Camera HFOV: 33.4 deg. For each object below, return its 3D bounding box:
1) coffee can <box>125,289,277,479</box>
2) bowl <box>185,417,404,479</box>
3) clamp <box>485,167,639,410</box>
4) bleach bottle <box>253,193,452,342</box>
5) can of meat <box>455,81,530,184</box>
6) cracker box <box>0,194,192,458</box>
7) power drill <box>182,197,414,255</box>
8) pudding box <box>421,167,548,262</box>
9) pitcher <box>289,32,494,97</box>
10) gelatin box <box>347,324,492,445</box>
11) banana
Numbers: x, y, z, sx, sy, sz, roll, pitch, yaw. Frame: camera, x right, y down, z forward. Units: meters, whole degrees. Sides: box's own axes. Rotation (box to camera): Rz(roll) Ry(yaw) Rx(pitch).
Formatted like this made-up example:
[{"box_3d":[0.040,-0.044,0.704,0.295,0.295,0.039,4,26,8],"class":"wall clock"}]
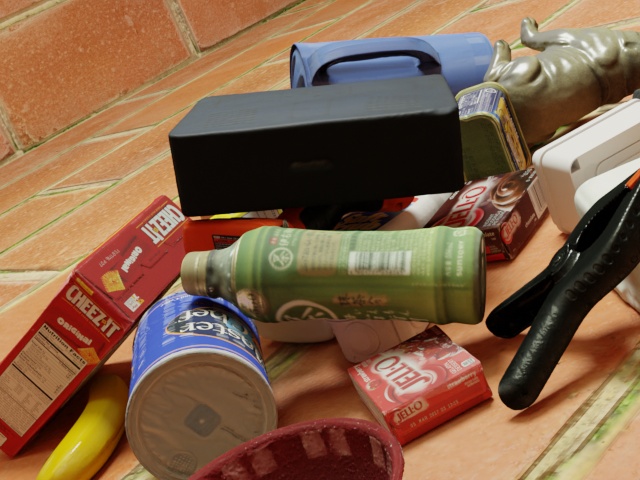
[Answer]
[{"box_3d":[-0.089,0.104,0.784,0.103,0.103,0.140,-24,17,-1],"class":"coffee can"},{"box_3d":[-0.020,0.166,0.590,0.162,0.055,0.162,-22,17,7],"class":"bowl"},{"box_3d":[0.164,0.023,0.699,0.171,0.039,0.120,-53,15,10],"class":"clamp"},{"box_3d":[0.042,0.003,0.978,0.103,0.068,0.250,-2,26,41],"class":"bleach bottle"},{"box_3d":[0.162,-0.090,1.031,0.058,0.102,0.083,-16,21,22],"class":"can of meat"},{"box_3d":[-0.208,0.073,0.951,0.214,0.072,0.164,-46,4,31],"class":"cracker box"},{"box_3d":[-0.033,-0.027,0.931,0.185,0.057,0.187,2,26,36],"class":"power drill"},{"box_3d":[0.146,-0.019,0.944,0.090,0.039,0.113,-10,23,39],"class":"pudding box"},{"box_3d":[0.088,-0.187,1.274,0.242,0.145,0.149,-9,23,-8],"class":"pitcher"},{"box_3d":[0.066,0.096,0.726,0.073,0.030,0.089,-26,17,-7],"class":"gelatin box"},{"box_3d":[-0.192,0.156,0.879,0.070,0.037,0.197,-17,19,18],"class":"banana"}]
